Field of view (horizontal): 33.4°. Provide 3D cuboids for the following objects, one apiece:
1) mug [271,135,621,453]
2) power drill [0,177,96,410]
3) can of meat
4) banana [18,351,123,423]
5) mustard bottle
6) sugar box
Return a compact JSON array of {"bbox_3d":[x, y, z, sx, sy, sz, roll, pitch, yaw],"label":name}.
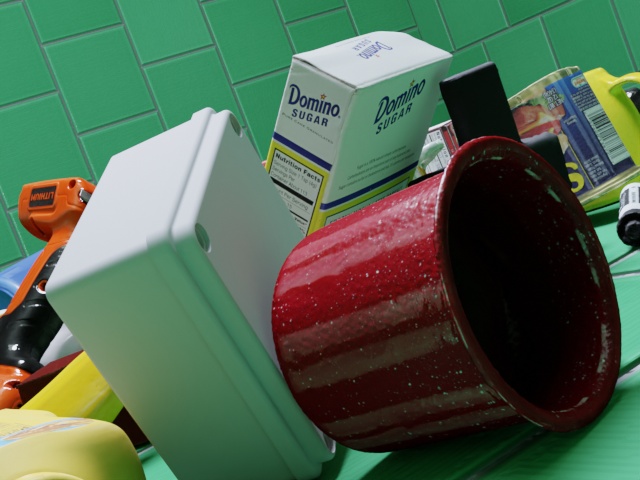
[{"bbox_3d":[0.047,0.026,0.357,0.117,0.093,0.082,17,-29,-41],"label":"mug"},{"bbox_3d":[-0.212,0.051,0.738,0.185,0.057,0.187,-1,61,48],"label":"power drill"},{"bbox_3d":[0.149,-0.057,0.713,0.057,0.084,0.102,-25,-5,-42],"label":"can of meat"},{"bbox_3d":[-0.162,0.102,0.485,0.197,0.070,0.037,-24,-30,-11],"label":"banana"},{"bbox_3d":[-0.111,0.095,0.366,0.096,0.058,0.192,-22,4,-29],"label":"mustard bottle"},{"bbox_3d":[0.006,-0.018,0.558,0.048,0.176,0.093,29,32,25],"label":"sugar box"}]
